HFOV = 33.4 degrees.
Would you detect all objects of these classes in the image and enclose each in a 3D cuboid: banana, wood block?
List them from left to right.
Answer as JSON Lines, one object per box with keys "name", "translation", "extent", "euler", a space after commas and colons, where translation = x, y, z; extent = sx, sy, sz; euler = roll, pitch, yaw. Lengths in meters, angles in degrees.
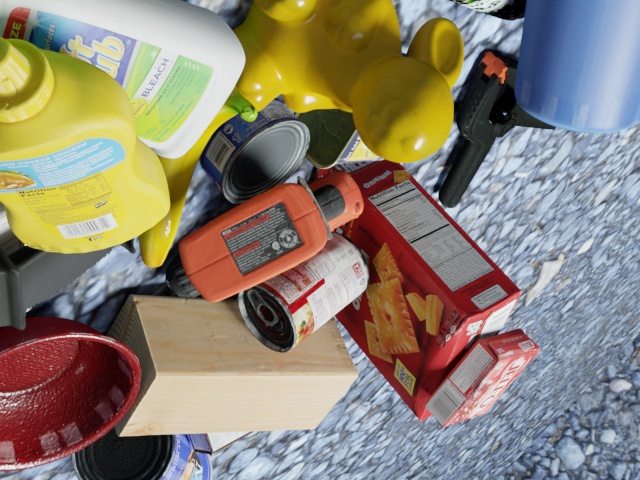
{"name": "banana", "translation": [-0.100, -0.058, 0.768], "extent": [0.037, 0.069, 0.198], "euler": [8, 144, -24]}
{"name": "wood block", "translation": [-0.083, 0.112, 0.962], "extent": [0.205, 0.090, 0.091], "euler": [5, 136, -35]}

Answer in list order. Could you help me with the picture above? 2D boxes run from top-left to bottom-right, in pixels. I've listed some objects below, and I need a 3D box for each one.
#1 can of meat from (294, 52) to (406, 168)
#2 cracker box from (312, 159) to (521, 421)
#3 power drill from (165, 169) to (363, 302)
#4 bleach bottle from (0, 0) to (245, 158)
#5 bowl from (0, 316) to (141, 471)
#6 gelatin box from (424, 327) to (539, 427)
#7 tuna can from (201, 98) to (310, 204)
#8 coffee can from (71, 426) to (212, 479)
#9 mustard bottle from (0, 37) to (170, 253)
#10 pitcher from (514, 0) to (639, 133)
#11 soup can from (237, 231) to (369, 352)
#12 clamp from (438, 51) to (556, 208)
{"name": "can of meat", "translation": [0.036, -0.111, 0.891], "extent": [0.083, 0.057, 0.102], "euler": [-9, 139, -52]}
{"name": "cracker box", "translation": [0.068, 0.035, 0.986], "extent": [0.072, 0.214, 0.164], "euler": [-24, 149, -30]}
{"name": "power drill", "translation": [-0.056, 0.001, 0.843], "extent": [0.184, 0.057, 0.187], "euler": [-29, -177, 6]}
{"name": "bleach bottle", "translation": [-0.158, -0.109, 0.608], "extent": [0.250, 0.068, 0.103], "euler": [3, 134, -53]}
{"name": "bowl", "translation": [-0.227, 0.111, 0.842], "extent": [0.162, 0.055, 0.162], "euler": [-20, 141, -17]}
{"name": "gelatin box", "translation": [0.143, 0.120, 0.936], "extent": [0.073, 0.030, 0.089], "euler": [-5, 137, -51]}
{"name": "tuna can", "translation": [-0.052, -0.072, 0.852], "extent": [0.086, 0.034, 0.086], "euler": [-33, 154, -19]}
{"name": "coffee can", "translation": [-0.174, 0.222, 1.063], "extent": [0.102, 0.103, 0.140], "euler": [-39, 155, -8]}
{"name": "mustard bottle", "translation": [-0.146, -0.053, 0.582], "extent": [0.096, 0.058, 0.191], "euler": [-12, 159, -1]}
{"name": "pitcher", "translation": [0.233, -0.216, 0.845], "extent": [0.149, 0.145, 0.243], "euler": [1, 121, -9]}
{"name": "soup can", "translation": [-0.013, 0.043, 0.937], "extent": [0.102, 0.068, 0.069], "euler": [-36, 156, -35]}
{"name": "clamp", "translation": [0.191, -0.131, 1.109], "extent": [0.164, 0.036, 0.210], "euler": [-35, 154, -14]}
